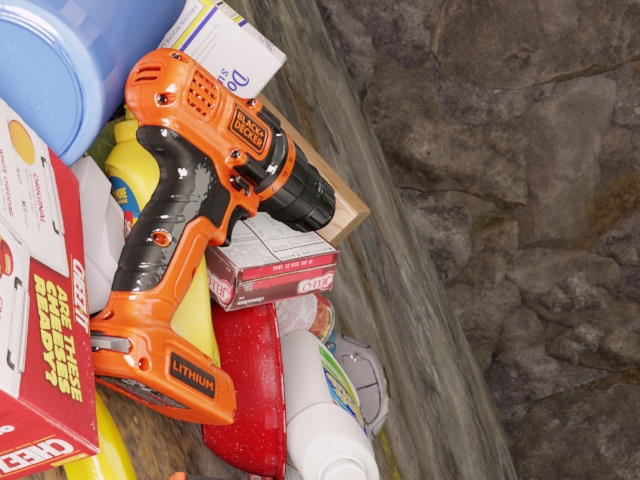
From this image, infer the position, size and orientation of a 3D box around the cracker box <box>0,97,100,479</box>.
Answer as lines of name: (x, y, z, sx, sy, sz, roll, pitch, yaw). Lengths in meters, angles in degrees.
cracker box: (-0.179, -0.007, 0.452, 0.213, 0.072, 0.164, 56, 18, -55)

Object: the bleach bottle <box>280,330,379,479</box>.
bleach bottle: (0.004, 0.149, 0.830, 0.102, 0.068, 0.251, 57, -1, -14)

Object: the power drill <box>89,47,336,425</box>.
power drill: (-0.063, 0.008, 0.624, 0.184, 0.057, 0.187, 37, 60, -47)

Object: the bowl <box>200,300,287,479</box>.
bowl: (-0.062, 0.103, 0.789, 0.162, 0.055, 0.162, 176, -90, -81)

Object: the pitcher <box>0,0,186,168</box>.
pitcher: (-0.158, -0.143, 0.646, 0.242, 0.145, 0.149, -86, 154, -60)

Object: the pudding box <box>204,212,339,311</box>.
pudding box: (-0.055, 0.001, 0.758, 0.114, 0.089, 0.039, 42, -52, 39)

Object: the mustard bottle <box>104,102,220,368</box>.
mustard bottle: (-0.106, -0.003, 0.696, 0.096, 0.058, 0.191, 177, -93, -72)

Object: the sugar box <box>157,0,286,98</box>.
sugar box: (-0.121, -0.159, 0.798, 0.176, 0.093, 0.048, 40, 17, -11)

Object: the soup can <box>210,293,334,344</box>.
soup can: (-0.045, 0.057, 0.960, 0.102, 0.069, 0.068, 38, 29, -38)
